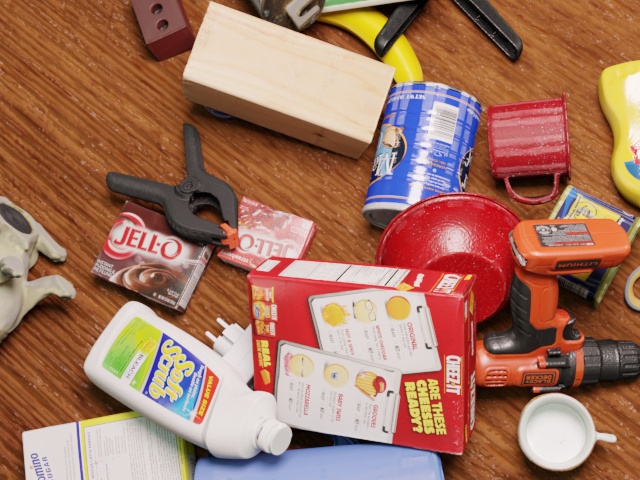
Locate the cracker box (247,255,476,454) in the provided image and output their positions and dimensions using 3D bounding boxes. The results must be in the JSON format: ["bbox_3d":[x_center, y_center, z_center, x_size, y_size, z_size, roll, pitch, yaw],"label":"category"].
[{"bbox_3d":[0.042,0.107,1.036,0.214,0.072,0.164,5,111,20],"label":"cracker box"}]

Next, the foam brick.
[{"bbox_3d":[-0.183,-0.259,1.240,0.053,0.051,0.078,-23,74,3],"label":"foam brick"}]

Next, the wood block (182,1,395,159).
[{"bbox_3d":[-0.036,-0.169,1.148,0.206,0.091,0.090,19,80,-4],"label":"wood block"}]

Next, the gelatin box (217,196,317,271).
[{"bbox_3d":[-0.058,0.001,1.167,0.089,0.030,0.073,21,80,13],"label":"gelatin box"}]

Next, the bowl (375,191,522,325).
[{"bbox_3d":[0.136,0.034,1.066,0.162,0.162,0.055,-8,33,6],"label":"bowl"}]

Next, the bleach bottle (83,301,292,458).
[{"bbox_3d":[-0.124,0.146,1.067,0.251,0.068,0.102,19,67,38],"label":"bleach bottle"}]

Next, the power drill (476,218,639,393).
[{"bbox_3d":[0.241,0.069,1.028,0.184,0.188,0.057,-2,36,-7],"label":"power drill"}]

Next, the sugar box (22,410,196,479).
[{"bbox_3d":[-0.222,0.233,1.128,0.176,0.048,0.093,-12,73,9],"label":"sugar box"}]

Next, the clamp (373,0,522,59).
[{"bbox_3d":[0.126,-0.288,1.194,0.164,0.036,0.210,-6,69,-10],"label":"clamp"}]

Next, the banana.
[{"bbox_3d":[0.047,-0.232,1.209,0.198,0.037,0.070,32,105,16],"label":"banana"}]

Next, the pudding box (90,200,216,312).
[{"bbox_3d":[-0.183,0.019,1.177,0.113,0.039,0.090,22,79,13],"label":"pudding box"}]

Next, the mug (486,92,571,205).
[{"bbox_3d":[0.219,-0.094,1.120,0.081,0.093,0.117,-4,79,12],"label":"mug"}]

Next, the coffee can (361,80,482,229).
[{"bbox_3d":[0.107,-0.083,1.126,0.103,0.103,0.140,10,78,11],"label":"coffee can"}]

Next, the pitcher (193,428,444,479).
[{"bbox_3d":[0.000,0.254,1.052,0.243,0.145,0.149,-9,99,2],"label":"pitcher"}]

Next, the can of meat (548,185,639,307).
[{"bbox_3d":[0.272,0.004,1.103,0.084,0.057,0.102,28,81,16],"label":"can of meat"}]

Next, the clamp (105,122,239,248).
[{"bbox_3d":[-0.155,-0.048,1.166,0.120,0.039,0.172,-32,57,-9],"label":"clamp"}]
